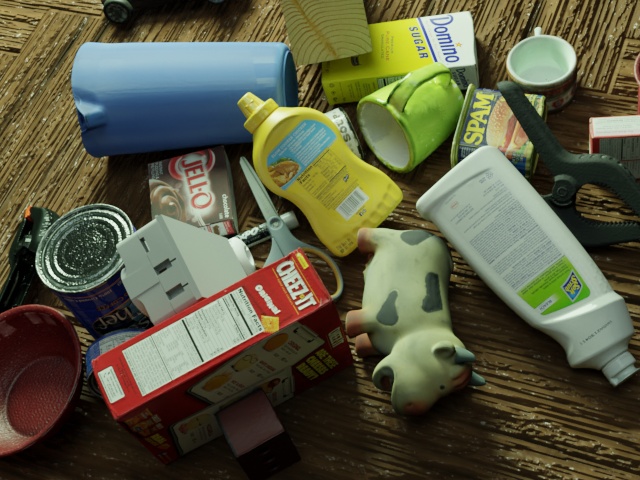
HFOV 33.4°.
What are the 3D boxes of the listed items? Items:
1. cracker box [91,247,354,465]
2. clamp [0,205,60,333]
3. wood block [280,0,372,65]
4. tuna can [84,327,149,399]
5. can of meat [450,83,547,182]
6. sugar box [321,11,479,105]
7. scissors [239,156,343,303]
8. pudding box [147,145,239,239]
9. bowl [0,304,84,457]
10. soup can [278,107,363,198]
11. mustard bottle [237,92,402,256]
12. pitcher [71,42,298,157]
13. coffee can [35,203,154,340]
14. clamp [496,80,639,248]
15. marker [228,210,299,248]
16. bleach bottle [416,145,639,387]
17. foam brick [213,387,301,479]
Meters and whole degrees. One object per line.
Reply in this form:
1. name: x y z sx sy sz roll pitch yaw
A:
1. cracker box: -0.085 0.111 0.987 0.213 0.164 0.072 -29 64 -5
2. clamp: -0.320 0.023 1.166 0.120 0.039 0.171 -44 27 9
3. wood block: 0.002 -0.293 1.242 0.090 0.091 0.206 -11 34 4
4. tuna can: -0.190 0.123 1.057 0.086 0.086 0.034 -18 53 2
5. can of meat: 0.191 -0.112 1.135 0.084 0.057 0.102 10 60 17
6. sugar box: 0.091 -0.211 1.232 0.176 0.048 0.093 -8 52 12
7. scissors: -0.057 0.001 1.124 0.096 0.016 0.202 -37 66 -16
8. pudding box: -0.141 -0.046 1.187 0.090 0.039 0.113 -14 55 4
9. bowl: -0.296 0.148 1.077 0.162 0.055 0.162 -11 58 19
10. soup can: -0.011 -0.096 1.170 0.102 0.068 0.068 -23 54 -3
11. mustard bottle: -0.012 -0.080 1.105 0.191 0.058 0.096 45 87 -3
12. pitcher: -0.150 -0.171 1.229 0.243 0.145 0.149 -1 69 9
13. coffee can: -0.210 0.044 1.079 0.103 0.140 0.103 -8 55 12
14. clamp: 0.235 -0.043 1.065 0.210 0.036 0.165 30 108 14
15. marker: -0.081 0.000 1.153 0.121 0.020 0.020 -24 54 -2
16. bleach bottle: 0.203 0.033 1.009 0.103 0.068 0.251 -42 70 19
17. foam brick: -0.058 0.182 0.988 0.053 0.078 0.051 -29 58 -6
